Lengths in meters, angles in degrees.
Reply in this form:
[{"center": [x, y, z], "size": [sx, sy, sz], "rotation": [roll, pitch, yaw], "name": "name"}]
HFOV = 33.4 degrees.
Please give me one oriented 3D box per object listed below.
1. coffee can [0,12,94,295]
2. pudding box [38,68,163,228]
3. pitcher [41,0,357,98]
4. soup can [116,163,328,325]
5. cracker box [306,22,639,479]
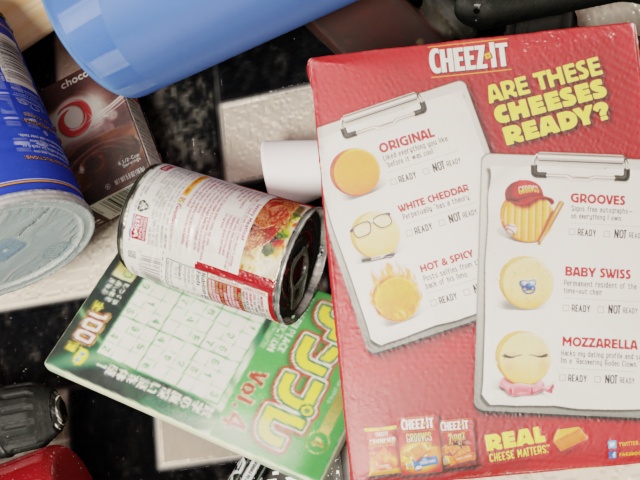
[{"center": [-0.201, -0.051, 0.607], "size": [0.103, 0.102, 0.140], "rotation": [-29, 69, 5], "name": "coffee can"}, {"center": [-0.160, -0.050, 0.671], "size": [0.113, 0.039, 0.090], "rotation": [-26, 70, 7], "name": "pudding box"}, {"center": [-0.033, -0.183, 0.579], "size": [0.243, 0.145, 0.149], "rotation": [-23, 30, 21], "name": "pitcher"}, {"center": [-0.054, 0.001, 0.599], "size": [0.102, 0.068, 0.068], "rotation": [17, 80, 18], "name": "soup can"}, {"center": [0.086, 0.009, 0.544], "size": [0.164, 0.072, 0.214], "rotation": [-6, 84, 2], "name": "cracker box"}]
